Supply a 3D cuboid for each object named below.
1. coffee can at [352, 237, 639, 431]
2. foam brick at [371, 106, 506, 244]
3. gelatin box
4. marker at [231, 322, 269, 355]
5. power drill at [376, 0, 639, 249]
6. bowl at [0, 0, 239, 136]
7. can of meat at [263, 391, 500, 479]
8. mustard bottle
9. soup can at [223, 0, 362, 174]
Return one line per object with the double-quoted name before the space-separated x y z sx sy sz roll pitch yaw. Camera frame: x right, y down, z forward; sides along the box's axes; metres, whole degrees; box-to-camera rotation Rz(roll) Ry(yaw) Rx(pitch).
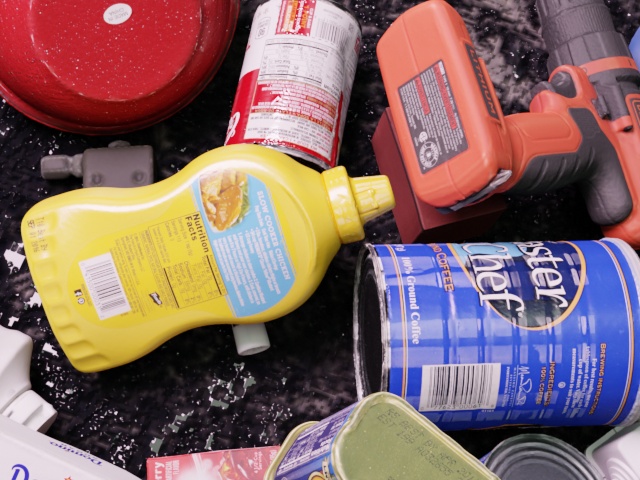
"coffee can" 0.094 0.051 0.576 0.140 0.103 0.103 -1 72 -6
"foam brick" 0.068 -0.040 0.629 0.053 0.051 0.078 -13 74 -11
"gelatin box" -0.051 0.156 0.555 0.073 0.030 0.089 -7 69 7
"marker" -0.053 0.006 0.619 0.020 0.020 0.121 -13 74 -10
"power drill" 0.121 -0.084 0.605 0.187 0.057 0.184 0 67 -39
"bowl" -0.116 -0.127 0.587 0.162 0.055 0.162 -8 115 -17
"can of meat" 0.034 0.125 0.521 0.102 0.084 0.057 39 58 -6
"mustard bottle" -0.054 0.001 0.571 0.191 0.058 0.096 -16 103 4
"soup can" -0.016 -0.084 0.626 0.068 0.068 0.102 12 71 -2
